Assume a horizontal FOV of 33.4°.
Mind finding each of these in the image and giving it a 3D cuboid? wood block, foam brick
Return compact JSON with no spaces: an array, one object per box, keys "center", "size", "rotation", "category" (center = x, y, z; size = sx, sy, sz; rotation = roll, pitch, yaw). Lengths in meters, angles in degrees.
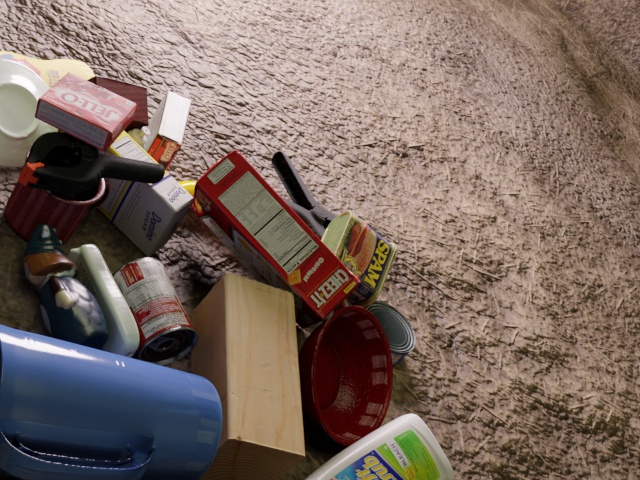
[{"center":[-0.081,0.150,1.140],"size":[0.090,0.091,0.206],"rotation":[19,44,-26],"category":"wood block"},{"center":[-0.259,-0.166,1.324],"size":[0.078,0.053,0.051],"rotation":[8,73,-42],"category":"foam brick"}]

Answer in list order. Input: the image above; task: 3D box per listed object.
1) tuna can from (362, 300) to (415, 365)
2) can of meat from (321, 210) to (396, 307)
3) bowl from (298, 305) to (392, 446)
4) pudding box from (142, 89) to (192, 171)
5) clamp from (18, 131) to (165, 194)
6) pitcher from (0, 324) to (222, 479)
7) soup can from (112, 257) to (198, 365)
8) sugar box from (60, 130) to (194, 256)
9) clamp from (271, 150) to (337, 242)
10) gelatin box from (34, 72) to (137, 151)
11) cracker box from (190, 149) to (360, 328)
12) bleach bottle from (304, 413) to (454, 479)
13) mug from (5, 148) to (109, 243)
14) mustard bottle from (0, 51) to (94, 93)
[{"center":[0.082,0.123,1.403],"size":[0.086,0.034,0.086],"rotation":[25,35,-20],"category":"tuna can"},{"center":[0.042,0.024,1.395],"size":[0.083,0.058,0.102],"rotation":[39,56,-24],"category":"can of meat"},{"center":[0.019,0.157,1.241],"size":[0.161,0.055,0.162],"rotation":[7,81,-52],"category":"bowl"},{"center":[-0.205,-0.128,1.372],"size":[0.039,0.090,0.113],"rotation":[25,35,-20],"category":"pudding box"},{"center":[-0.251,-0.086,1.170],"size":[0.120,0.039,0.171],"rotation":[37,39,9],"category":"clamp"},{"center":[-0.211,0.166,0.979],"size":[0.242,0.145,0.149],"rotation":[17,60,-35],"category":"pitcher"},{"center":[-0.184,0.077,1.167],"size":[0.068,0.069,0.102],"rotation":[2,48,-43],"category":"soup can"},{"center":[-0.238,-0.073,1.269],"size":[0.176,0.093,0.048],"rotation":[43,42,4],"category":"sugar box"},{"center":[-0.018,-0.028,1.446],"size":[0.210,0.036,0.164],"rotation":[47,26,2],"category":"clamp"},{"center":[-0.257,-0.143,1.174],"size":[0.089,0.030,0.073],"rotation":[25,35,0],"category":"gelatin box"},{"center":[-0.058,0.002,1.274],"size":[0.072,0.164,0.213],"rotation":[-43,90,-12],"category":"cracker box"},{"center":[0.041,0.278,1.152],"size":[0.250,0.068,0.102],"rotation":[-23,80,-49],"category":"bleach bottle"},{"center":[-0.292,-0.049,1.200],"size":[0.117,0.082,0.093],"rotation":[-8,55,-48],"category":"mug"},{"center":[-0.367,-0.187,1.313],"size":[0.191,0.058,0.096],"rotation":[1,60,-43],"category":"mustard bottle"}]
